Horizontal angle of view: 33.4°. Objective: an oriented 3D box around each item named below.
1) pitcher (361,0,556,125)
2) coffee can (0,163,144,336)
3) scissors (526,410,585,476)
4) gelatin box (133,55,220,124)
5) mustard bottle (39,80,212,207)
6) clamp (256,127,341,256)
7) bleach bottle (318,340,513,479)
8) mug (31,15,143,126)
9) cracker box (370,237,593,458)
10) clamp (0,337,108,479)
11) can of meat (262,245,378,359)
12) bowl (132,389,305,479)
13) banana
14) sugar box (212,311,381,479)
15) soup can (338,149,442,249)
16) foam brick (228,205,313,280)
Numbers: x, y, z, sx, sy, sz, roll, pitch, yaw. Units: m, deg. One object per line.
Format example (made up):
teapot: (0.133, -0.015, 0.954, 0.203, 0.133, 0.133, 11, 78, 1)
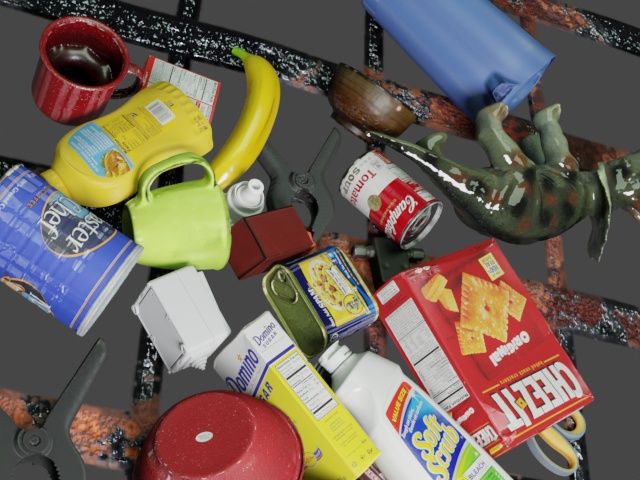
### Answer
pitcher: (0.174, -0.265, 1.375, 0.243, 0.149, 0.144, 45, 67, 6)
coffee can: (-0.252, 0.009, 1.002, 0.140, 0.103, 0.102, 35, 53, -5)
scissors: (0.227, 0.175, 1.208, 0.096, 0.016, 0.202, -34, 81, -38)
gelatin box: (-0.162, -0.157, 1.191, 0.089, 0.030, 0.073, 20, 54, -15)
mustard bottle: (-0.211, -0.086, 1.090, 0.191, 0.058, 0.096, -33, 63, -22)
clamp: (-0.035, -0.066, 1.199, 0.120, 0.039, 0.171, 7, 57, -10)
bleach bottle: (0.089, 0.202, 1.044, 0.251, 0.068, 0.102, 45, 52, 8)
mug: (-0.245, -0.173, 1.124, 0.117, 0.082, 0.093, 2, 62, -26)
cracker box: (0.176, 0.115, 1.152, 0.163, 0.072, 0.214, -17, 69, -41)
clamp: (-0.249, 0.177, 0.949, 0.164, 0.036, 0.210, -7, 65, -31)
can of meat: (0.001, 0.062, 1.131, 0.083, 0.058, 0.102, -23, 75, -37)
bowl: (-0.097, 0.189, 0.956, 0.162, 0.055, 0.162, -7, 44, 6)
banana: (-0.084, -0.132, 1.188, 0.037, 0.070, 0.197, 48, 47, -50)
sugar box: (-0.026, 0.163, 1.036, 0.176, 0.093, 0.048, 48, 52, 6)
soup can: (0.079, -0.048, 1.212, 0.068, 0.069, 0.102, -31, 63, -36)
foam brick: (-0.057, 0.001, 1.126, 0.078, 0.053, 0.051, -16, 74, -49)
